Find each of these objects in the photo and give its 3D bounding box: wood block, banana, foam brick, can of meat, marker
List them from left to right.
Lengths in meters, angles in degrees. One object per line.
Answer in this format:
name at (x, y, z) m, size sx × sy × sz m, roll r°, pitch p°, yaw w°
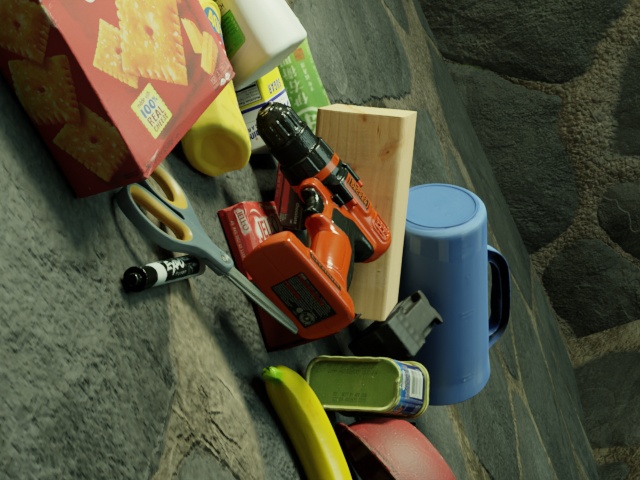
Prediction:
marker at (-0.115, 0.023, 0.794) m, size 0.121 × 0.020 × 0.020 m, roll -15°, pitch 85°, yaw -75°
foam brick at (-0.021, 0.070, 0.992) m, size 0.078 × 0.051 × 0.053 m, roll 2°, pitch 68°, yaw -73°
banana at (-0.008, 0.183, 0.928) m, size 0.198 × 0.037 × 0.069 m, roll 65°, pitch 22°, yaw -15°
wood block at (0.040, -0.031, 1.097) m, size 0.090 × 0.090 × 0.206 m, roll -36°, pitch 132°, yaw -73°
can of meat at (0.044, 0.141, 1.032) m, size 0.083 × 0.102 × 0.057 m, roll 27°, pitch 64°, yaw -64°

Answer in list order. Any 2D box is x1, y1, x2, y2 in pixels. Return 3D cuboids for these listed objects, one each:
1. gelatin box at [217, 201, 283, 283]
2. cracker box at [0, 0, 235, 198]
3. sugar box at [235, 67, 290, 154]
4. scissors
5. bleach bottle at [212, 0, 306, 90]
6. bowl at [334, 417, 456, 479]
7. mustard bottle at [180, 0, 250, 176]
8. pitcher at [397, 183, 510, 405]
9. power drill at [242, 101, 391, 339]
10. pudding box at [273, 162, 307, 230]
gelatin box at (-0.057, 0.001, 0.997) m, size 0.089 × 0.030 × 0.073 m, roll -4°, pitch 74°, yaw -74°
cracker box at (-0.155, -0.163, 0.728) m, size 0.213 × 0.072 × 0.164 m, roll 64°, pitch 32°, yaw -24°
sugar box at (-0.074, -0.180, 1.132) m, size 0.176 × 0.048 × 0.093 m, roll 69°, pitch 15°, yaw 0°
scissors at (-0.089, 0.000, 0.847) m, size 0.201 × 0.016 × 0.096 m, roll 37°, pitch 26°, yaw -44°
bleach bottle at (-0.117, -0.274, 1.028) m, size 0.068 × 0.103 × 0.251 m, roll -36°, pitch 93°, yaw -30°
bowl at (0.083, 0.222, 1.006) m, size 0.162 × 0.055 × 0.162 m, roll 50°, pitch -15°, yaw 18°
mustard bottle at (-0.110, -0.160, 0.961) m, size 0.096 × 0.058 × 0.191 m, roll 64°, pitch 11°, yaw -67°
pitcher at (0.142, 0.057, 1.233) m, size 0.149 × 0.145 × 0.243 m, roll -63°, pitch 156°, yaw -52°
power drill at (-0.010, -0.018, 0.948) m, size 0.184 × 0.057 × 0.187 m, roll 50°, pitch 31°, yaw -20°
pudding box at (-0.016, -0.060, 1.130) m, size 0.113 × 0.039 × 0.090 m, roll -22°, pitch 121°, yaw -76°
